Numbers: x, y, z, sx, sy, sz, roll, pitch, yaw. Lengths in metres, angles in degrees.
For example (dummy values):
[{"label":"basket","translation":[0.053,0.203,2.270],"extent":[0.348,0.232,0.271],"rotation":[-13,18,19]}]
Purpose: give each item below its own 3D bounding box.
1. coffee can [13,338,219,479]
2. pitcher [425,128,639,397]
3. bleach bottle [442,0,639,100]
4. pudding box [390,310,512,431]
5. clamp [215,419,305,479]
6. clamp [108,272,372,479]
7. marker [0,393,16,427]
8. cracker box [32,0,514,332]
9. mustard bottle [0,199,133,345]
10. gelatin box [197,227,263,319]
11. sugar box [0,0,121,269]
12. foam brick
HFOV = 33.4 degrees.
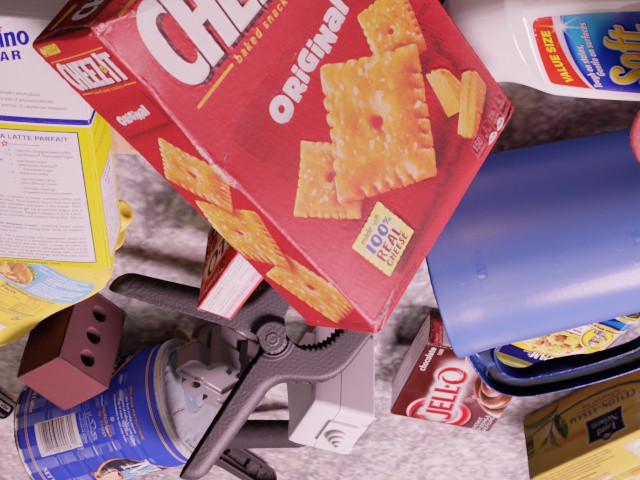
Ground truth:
[{"label":"coffee can","translation":[-0.168,0.149,0.893],"extent":[0.140,0.103,0.102],"rotation":[-18,134,17]},{"label":"pitcher","translation":[0.190,0.000,0.695],"extent":[0.243,0.145,0.149],"rotation":[-12,148,12]},{"label":"bleach bottle","translation":[0.175,-0.120,0.619],"extent":[0.251,0.068,0.102],"rotation":[-3,142,11]},{"label":"pudding box","translation":[0.115,0.111,0.887],"extent":[0.090,0.039,0.114],"rotation":[11,137,-7]},{"label":"clamp","translation":[-0.094,0.177,0.971],"extent":[0.171,0.039,0.120],"rotation":[21,133,-18]},{"label":"clamp","translation":[-0.040,0.084,0.812],"extent":[0.210,0.036,0.164],"rotation":[-13,95,-7]},{"label":"marker","translation":[-0.309,0.128,0.946],"extent":[0.020,0.020,0.121],"rotation":[-21,132,24]},{"label":"cracker box","translation":[-0.009,-0.082,0.544],"extent":[0.072,0.164,0.213],"rotation":[2,141,52]},{"label":"mustard bottle","translation":[-0.211,0.018,0.790],"extent":[0.192,0.058,0.096],"rotation":[-27,141,29]},{"label":"gelatin box","translation":[-0.055,0.001,0.753],"extent":[0.030,0.073,0.089],"rotation":[21,135,-19]},{"label":"sugar box","translation":[-0.163,-0.061,0.582],"extent":[0.093,0.048,0.176],"rotation":[5,133,0]},{"label":"foam brick","translation":[-0.197,0.083,0.848],"extent":[0.051,0.078,0.053],"rotation":[-25,130,29]}]
